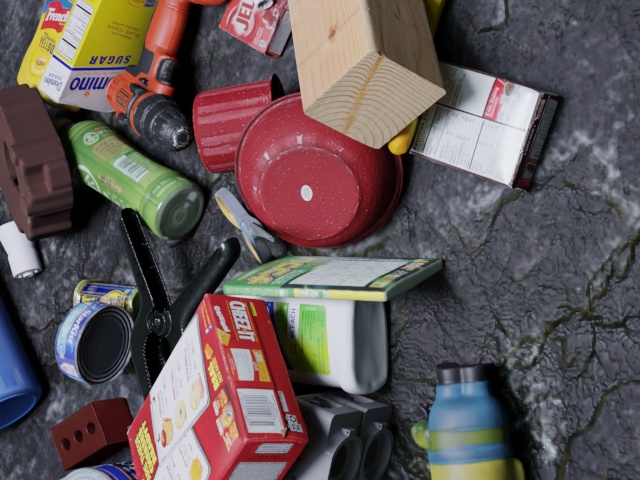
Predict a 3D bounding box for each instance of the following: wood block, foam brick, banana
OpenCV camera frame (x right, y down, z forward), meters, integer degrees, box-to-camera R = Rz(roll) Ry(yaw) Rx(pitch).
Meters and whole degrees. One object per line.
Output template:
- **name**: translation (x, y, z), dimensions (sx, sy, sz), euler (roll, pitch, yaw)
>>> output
- **wood block**: translation (0.033, -0.198, 0.947), dimensions (0.091, 0.090, 0.206), euler (-38, 45, 36)
- **foam brick**: translation (-0.253, 0.217, 1.195), dimensions (0.078, 0.051, 0.053), euler (-35, 69, 28)
- **banana**: translation (0.085, -0.172, 0.972), dimensions (0.037, 0.070, 0.198), euler (15, 87, -5)

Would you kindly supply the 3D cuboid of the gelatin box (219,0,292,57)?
- **gelatin box**: translation (-0.057, -0.243, 1.096), dimensions (0.073, 0.030, 0.089), euler (35, 106, 32)

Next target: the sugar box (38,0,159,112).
- **sugar box**: translation (-0.235, -0.231, 1.182), dimensions (0.048, 0.093, 0.176), euler (34, 107, 31)

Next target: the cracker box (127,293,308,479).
- **cracker box**: translation (-0.100, 0.180, 0.982), dimensions (0.214, 0.072, 0.164), euler (-59, 37, 35)

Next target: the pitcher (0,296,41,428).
- **pitcher**: translation (-0.437, 0.114, 1.293), dimensions (0.145, 0.149, 0.243), euler (-37, 70, 11)

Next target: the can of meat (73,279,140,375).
- **can of meat**: translation (-0.224, 0.097, 1.179), dimensions (0.084, 0.057, 0.102), euler (4, 90, 32)

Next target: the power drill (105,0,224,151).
- **power drill**: translation (-0.155, -0.197, 1.120), dimensions (0.185, 0.057, 0.188), euler (37, 106, 51)

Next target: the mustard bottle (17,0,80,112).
- **mustard bottle**: translation (-0.285, -0.253, 1.238), dimensions (0.096, 0.058, 0.192), euler (34, 106, 36)

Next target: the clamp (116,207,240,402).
- **clamp**: translation (-0.145, 0.077, 1.070), dimensions (0.165, 0.036, 0.210), euler (7, 98, 39)

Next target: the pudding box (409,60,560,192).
- **pudding box**: translation (0.143, -0.102, 0.946), dimensions (0.114, 0.039, 0.090), euler (24, 103, 35)

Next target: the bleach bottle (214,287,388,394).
- **bleach bottle**: translation (-0.054, 0.095, 1.059), dimensions (0.251, 0.067, 0.102), euler (-3, 88, 37)

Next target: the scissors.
- **scissors**: translation (-0.057, 0.001, 1.018), dimensions (0.016, 0.096, 0.202), euler (-35, 28, -8)

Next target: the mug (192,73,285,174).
- **mug**: translation (-0.074, -0.104, 1.058), dimensions (0.081, 0.117, 0.093), euler (-8, 47, 9)

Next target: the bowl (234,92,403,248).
- **bowl**: translation (-0.006, -0.053, 0.985), dimensions (0.162, 0.055, 0.162), euler (4, 117, 8)

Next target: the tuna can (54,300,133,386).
- **tuna can**: translation (-0.233, 0.105, 1.101), dimensions (0.034, 0.086, 0.086), euler (12, 94, 31)
